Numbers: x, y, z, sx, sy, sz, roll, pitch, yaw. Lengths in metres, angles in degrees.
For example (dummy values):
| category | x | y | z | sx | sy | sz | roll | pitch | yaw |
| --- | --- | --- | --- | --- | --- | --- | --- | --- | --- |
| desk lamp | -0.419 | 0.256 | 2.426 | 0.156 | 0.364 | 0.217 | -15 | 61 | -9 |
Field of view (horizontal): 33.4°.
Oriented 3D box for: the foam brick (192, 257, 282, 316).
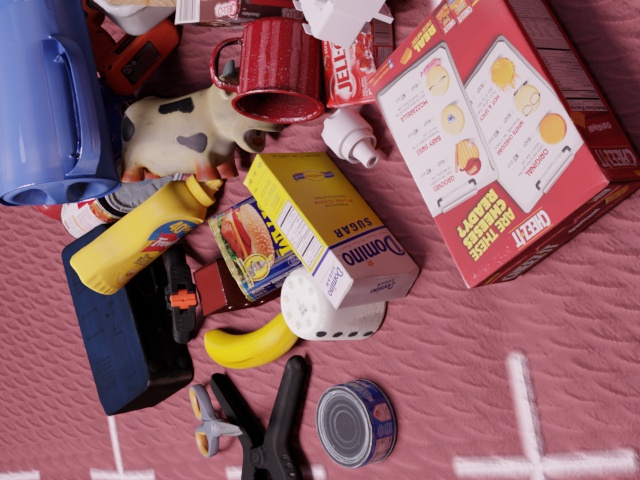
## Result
| category | x | y | z | sx | sy | sz | roll | pitch | yaw |
| --- | --- | --- | --- | --- | --- | --- | --- | --- | --- |
| foam brick | -0.090 | 0.047 | 1.159 | 0.053 | 0.078 | 0.051 | -29 | 74 | 49 |

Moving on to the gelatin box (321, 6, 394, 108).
| category | x | y | z | sx | sy | sz | roll | pitch | yaw |
| --- | --- | --- | --- | --- | --- | --- | --- | --- | --- |
| gelatin box | 0.035 | -0.175 | 1.024 | 0.073 | 0.030 | 0.089 | -1 | 93 | 49 |

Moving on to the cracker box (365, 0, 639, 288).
| category | x | y | z | sx | sy | sz | roll | pitch | yaw |
| --- | --- | --- | --- | --- | --- | --- | --- | --- | --- |
| cracker box | 0.146 | -0.094 | 0.878 | 0.164 | 0.071 | 0.214 | -44 | 63 | 43 |

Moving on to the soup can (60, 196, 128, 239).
| category | x | y | z | sx | sy | sz | roll | pitch | yaw |
| --- | --- | --- | --- | --- | --- | --- | --- | --- | --- |
| soup can | -0.283 | -0.045 | 1.374 | 0.102 | 0.068 | 0.068 | -27 | 75 | 47 |

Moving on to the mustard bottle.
| category | x | y | z | sx | sy | sz | roll | pitch | yaw |
| --- | --- | --- | --- | --- | --- | --- | --- | --- | --- |
| mustard bottle | -0.192 | -0.016 | 1.233 | 0.192 | 0.096 | 0.058 | -38 | 75 | 6 |

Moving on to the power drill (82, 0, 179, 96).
| category | x | y | z | sx | sy | sz | roll | pitch | yaw |
| --- | --- | --- | --- | --- | --- | --- | --- | --- | --- |
| power drill | -0.258 | -0.271 | 1.290 | 0.188 | 0.057 | 0.184 | 36 | 83 | 30 |

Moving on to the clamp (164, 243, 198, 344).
| category | x | y | z | sx | sy | sz | roll | pitch | yaw |
| --- | --- | --- | --- | --- | --- | --- | --- | --- | --- |
| clamp | -0.162 | 0.055 | 1.228 | 0.172 | 0.039 | 0.120 | 139 | 119 | -76 |

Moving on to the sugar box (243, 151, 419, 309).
| category | x | y | z | sx | sy | sz | roll | pitch | yaw |
| --- | --- | --- | --- | --- | --- | --- | --- | --- | --- |
| sugar box | 0.010 | -0.015 | 1.027 | 0.176 | 0.093 | 0.048 | 50 | 129 | 31 |

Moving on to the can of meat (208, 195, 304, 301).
| category | x | y | z | sx | sy | sz | roll | pitch | yaw |
| --- | --- | --- | --- | --- | --- | --- | --- | --- | --- |
| can of meat | -0.057 | 0.001 | 1.101 | 0.084 | 0.057 | 0.102 | -28 | 69 | 5 |

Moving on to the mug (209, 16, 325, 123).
| category | x | y | z | sx | sy | sz | roll | pitch | yaw |
| --- | --- | --- | --- | --- | --- | --- | --- | --- | --- |
| mug | -0.051 | -0.170 | 1.058 | 0.093 | 0.117 | 0.081 | 124 | 150 | -75 |

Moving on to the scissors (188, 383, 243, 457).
| category | x | y | z | sx | sy | sz | roll | pitch | yaw |
| --- | --- | --- | --- | --- | --- | --- | --- | --- | --- |
| scissors | -0.121 | 0.194 | 1.208 | 0.202 | 0.016 | 0.096 | 125 | 130 | -62 |

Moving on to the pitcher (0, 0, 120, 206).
| category | x | y | z | sx | sy | sz | roll | pitch | yaw |
| --- | --- | --- | --- | --- | --- | --- | --- | --- | --- |
| pitcher | -0.299 | -0.164 | 1.176 | 0.149 | 0.145 | 0.243 | -11 | 83 | 11 |

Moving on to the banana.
| category | x | y | z | sx | sy | sz | roll | pitch | yaw |
| --- | --- | --- | --- | --- | --- | --- | --- | --- | --- |
| banana | -0.075 | 0.110 | 1.176 | 0.198 | 0.037 | 0.069 | -24 | 33 | 45 |

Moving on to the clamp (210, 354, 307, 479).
| category | x | y | z | sx | sy | sz | roll | pitch | yaw |
| --- | --- | --- | --- | --- | --- | --- | --- | --- | --- |
| clamp | -0.065 | 0.233 | 1.184 | 0.165 | 0.036 | 0.210 | -9 | 84 | 50 |

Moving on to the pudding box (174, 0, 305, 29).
| category | x | y | z | sx | sy | sz | roll | pitch | yaw |
| --- | --- | --- | --- | --- | --- | --- | --- | --- | --- |
| pudding box | -0.084 | -0.240 | 1.107 | 0.114 | 0.089 | 0.039 | 12 | 102 | 48 |

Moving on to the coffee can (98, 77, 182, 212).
| category | x | y | z | sx | sy | sz | roll | pitch | yaw |
| --- | --- | --- | --- | --- | --- | --- | --- | --- | --- |
| coffee can | -0.243 | -0.117 | 1.294 | 0.140 | 0.102 | 0.103 | 51 | 129 | 32 |

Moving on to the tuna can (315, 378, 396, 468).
| category | x | y | z | sx | sy | sz | roll | pitch | yaw |
| --- | --- | --- | --- | --- | --- | --- | --- | --- | --- |
| tuna can | 0.034 | 0.183 | 1.067 | 0.086 | 0.033 | 0.086 | 8 | 101 | 48 |
